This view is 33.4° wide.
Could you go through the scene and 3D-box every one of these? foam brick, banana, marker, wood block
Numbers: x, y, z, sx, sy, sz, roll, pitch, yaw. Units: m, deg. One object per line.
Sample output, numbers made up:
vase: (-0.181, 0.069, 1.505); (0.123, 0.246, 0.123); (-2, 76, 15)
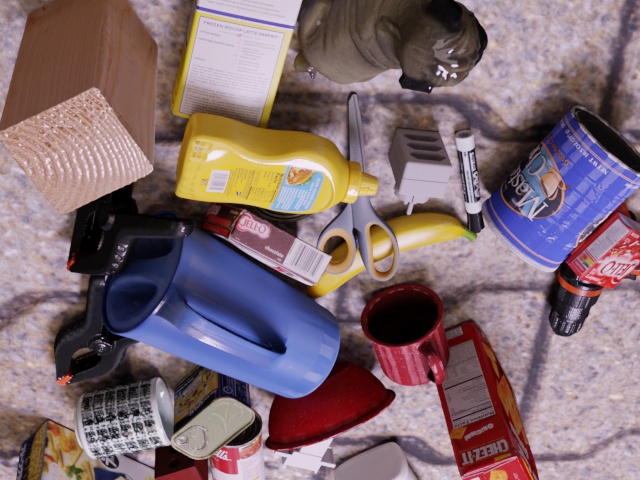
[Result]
foam brick: (-0.167, 0.266, 1.289); (0.053, 0.078, 0.051); (-17, 129, 6)
banana: (0.070, 0.011, 1.151); (0.198, 0.037, 0.069); (-19, 127, 7)
marker: (0.157, -0.059, 1.115); (0.020, 0.020, 0.121); (-12, 123, 2)
wood block: (-0.198, -0.129, 0.904); (0.091, 0.206, 0.090); (-24, 126, 11)

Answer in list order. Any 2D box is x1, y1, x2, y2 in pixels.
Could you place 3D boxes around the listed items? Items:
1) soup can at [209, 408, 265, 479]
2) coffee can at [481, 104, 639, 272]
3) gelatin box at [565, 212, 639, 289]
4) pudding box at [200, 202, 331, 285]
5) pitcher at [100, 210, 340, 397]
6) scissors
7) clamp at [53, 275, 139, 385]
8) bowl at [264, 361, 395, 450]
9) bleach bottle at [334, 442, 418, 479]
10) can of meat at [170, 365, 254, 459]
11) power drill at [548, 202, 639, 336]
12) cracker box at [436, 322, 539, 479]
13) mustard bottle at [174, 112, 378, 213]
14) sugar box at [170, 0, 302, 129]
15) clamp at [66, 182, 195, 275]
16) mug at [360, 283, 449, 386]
soup can: (-0.102, 0.259, 1.297); (0.068, 0.068, 0.102); (-4, 128, -4)
coffee can: (0.248, -0.052, 1.085); (0.102, 0.103, 0.140); (27, 119, -25)
gelatin box: (0.304, 0.013, 1.100); (0.073, 0.030, 0.089); (-46, 148, 20)
pudding box: (-0.057, 0.001, 1.093); (0.113, 0.090, 0.039); (31, 85, -26)
pitcher: (-0.093, 0.082, 1.110); (0.242, 0.149, 0.145); (30, 140, -34)
scissors: (0.023, -0.045, 1.096); (0.096, 0.016, 0.202); (-15, 111, 14)
clamp: (-0.231, 0.107, 1.185); (0.120, 0.039, 0.172); (28, 125, -20)
bowl: (0.002, 0.181, 1.223); (0.162, 0.162, 0.055); (-21, 94, 8)
bleach bottle: (0.115, 0.371, 1.416); (0.103, 0.068, 0.250); (-26, 128, 12)
can of meat: (-0.126, 0.188, 1.230); (0.057, 0.084, 0.102); (36, 115, -29)
power drill: (0.360, 0.038, 1.196); (0.187, 0.057, 0.184); (4, 126, -10)
cracker box: (0.195, 0.222, 1.215); (0.072, 0.214, 0.164); (-24, 126, 10)
mustard bottle: (-0.038, -0.066, 1.018); (0.191, 0.058, 0.096); (9, 142, -13)
sugar box: (-0.075, -0.190, 0.976); (0.093, 0.048, 0.176); (10, 122, -15)
clamp: (-0.199, -0.038, 1.046); (0.036, 0.164, 0.210); (-1, 155, -40)
mug: (0.105, 0.115, 1.189); (0.093, 0.117, 0.081); (-31, 133, -12)
